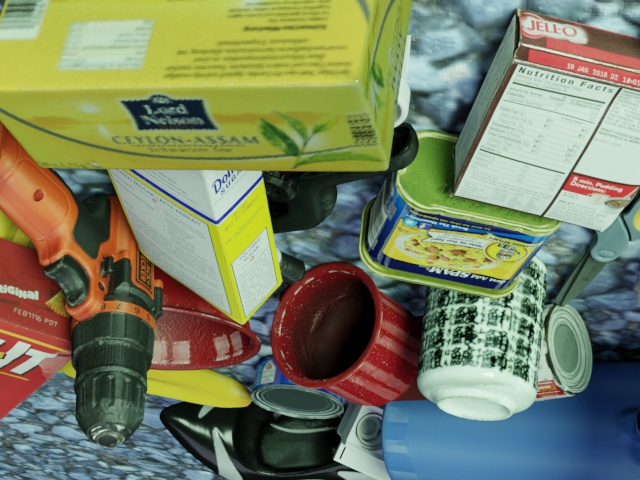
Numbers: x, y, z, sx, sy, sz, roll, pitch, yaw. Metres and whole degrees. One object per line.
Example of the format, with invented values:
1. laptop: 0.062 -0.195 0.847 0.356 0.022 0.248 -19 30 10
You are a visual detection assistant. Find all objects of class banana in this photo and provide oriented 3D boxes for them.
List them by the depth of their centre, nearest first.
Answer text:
1. banana: -0.160 0.127 1.011 0.197 0.037 0.070 12 173 -3

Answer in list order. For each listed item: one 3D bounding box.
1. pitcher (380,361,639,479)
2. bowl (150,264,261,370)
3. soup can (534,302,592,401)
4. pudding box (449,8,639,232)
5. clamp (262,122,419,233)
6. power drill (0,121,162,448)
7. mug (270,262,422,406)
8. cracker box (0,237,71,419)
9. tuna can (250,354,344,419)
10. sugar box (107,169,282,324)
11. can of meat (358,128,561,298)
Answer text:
1. pitcher: 0.182 0.165 0.874 0.243 0.144 0.149 -2 113 29
2. bowl: -0.124 0.052 0.808 0.162 0.055 0.162 2 158 1
3. soup can: 0.140 0.086 0.788 0.102 0.068 0.068 -15 146 39
4. pudding box: 0.121 -0.055 0.527 0.090 0.039 0.114 14 145 -3
5. clamp: -0.030 -0.050 0.603 0.120 0.039 0.172 33 151 -10
6. power drill: -0.163 0.009 0.623 0.057 0.184 0.187 -24 135 16
7. mug: 0.016 0.068 0.785 0.117 0.093 0.081 29 177 41
8. cracker box: -0.278 0.071 0.719 0.164 0.072 0.214 23 137 -34
9. tuna can: -0.019 0.134 0.977 0.086 0.033 0.086 8 154 4
10. sugar box: -0.074 -0.031 0.591 0.093 0.048 0.176 33 153 21
11. can of meat: 0.081 -0.015 0.616 0.102 0.057 0.084 11 152 -6
